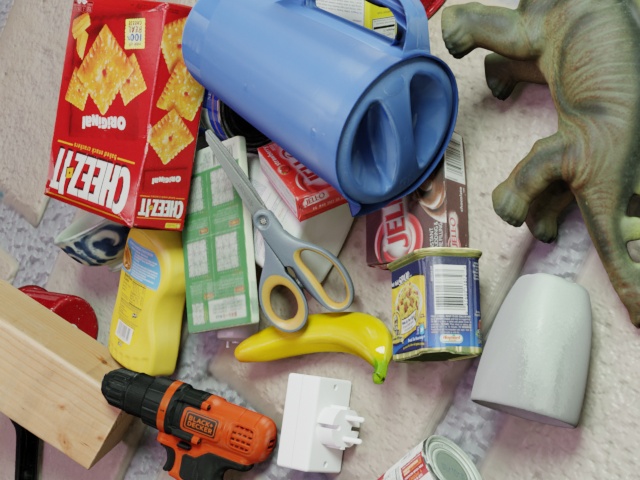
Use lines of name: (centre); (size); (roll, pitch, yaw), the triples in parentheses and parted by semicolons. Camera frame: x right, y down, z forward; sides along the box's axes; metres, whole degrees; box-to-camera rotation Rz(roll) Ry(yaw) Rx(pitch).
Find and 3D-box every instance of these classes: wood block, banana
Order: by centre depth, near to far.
banana: (0.002, 0.091, 0.966); (0.198, 0.069, 0.037); (-1, 115, 49)
wood block: (-0.294, 0.137, 1.130); (0.206, 0.090, 0.090); (32, 103, 5)

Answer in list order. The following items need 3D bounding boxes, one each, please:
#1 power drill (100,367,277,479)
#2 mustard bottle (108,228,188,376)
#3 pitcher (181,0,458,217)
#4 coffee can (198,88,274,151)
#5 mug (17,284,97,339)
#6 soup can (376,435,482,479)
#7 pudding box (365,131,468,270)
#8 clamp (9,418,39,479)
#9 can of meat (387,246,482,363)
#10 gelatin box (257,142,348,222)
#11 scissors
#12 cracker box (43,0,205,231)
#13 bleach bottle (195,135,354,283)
power drill: (-0.148, 0.229, 1.031); (0.185, 0.057, 0.188); (17, 95, 18)
mustard bottle: (-0.173, 0.038, 1.114); (0.096, 0.058, 0.192); (28, 110, 50)
pitcher: (-0.008, -0.146, 0.904); (0.149, 0.145, 0.243); (-48, 52, -8)
coffee can: (-0.106, -0.158, 1.097); (0.141, 0.102, 0.103); (24, 96, 43)
mug: (-0.313, 0.112, 1.229); (0.082, 0.093, 0.117); (4, 86, 38)
soup can: (0.074, 0.213, 0.863); (0.102, 0.068, 0.068); (-45, 53, 24)
pudding box: (0.083, -0.034, 0.937); (0.090, 0.039, 0.113); (-12, 71, 41)
clamp: (-0.334, 0.201, 1.257); (0.120, 0.039, 0.171); (-37, 57, 28)
can of meat: (0.093, 0.055, 0.873); (0.102, 0.057, 0.084); (144, 127, -72)
gelatin box: (-0.005, -0.063, 0.957); (0.089, 0.073, 0.030); (53, 159, 45)
scissors: (-0.056, 0.001, 0.963); (0.202, 0.016, 0.096); (42, 108, 7)
cracker box: (-0.193, -0.131, 1.056); (0.164, 0.071, 0.214); (18, 100, 44)
bleach bottle: (-0.075, -0.050, 1.070); (0.251, 0.067, 0.103); (36, 106, 43)
